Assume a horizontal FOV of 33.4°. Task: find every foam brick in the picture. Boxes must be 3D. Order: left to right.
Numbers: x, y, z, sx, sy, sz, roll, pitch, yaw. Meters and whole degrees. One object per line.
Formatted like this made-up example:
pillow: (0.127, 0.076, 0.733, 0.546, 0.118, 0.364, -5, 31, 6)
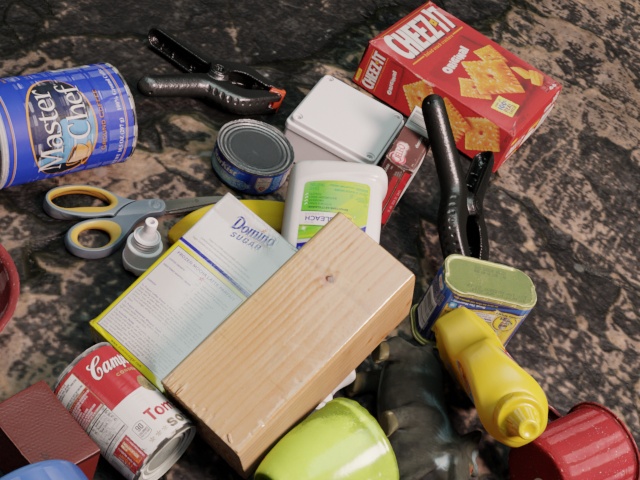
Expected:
foam brick: (-0.216, 0.159, 0.822, 0.052, 0.051, 0.078, -27, 63, -39)

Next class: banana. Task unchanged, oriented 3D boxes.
banana: (-0.055, -0.011, 1.071, 0.197, 0.037, 0.069, 9, 43, -16)

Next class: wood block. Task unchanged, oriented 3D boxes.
wood block: (-0.024, 0.088, 0.893, 0.091, 0.090, 0.206, 41, 72, 17)

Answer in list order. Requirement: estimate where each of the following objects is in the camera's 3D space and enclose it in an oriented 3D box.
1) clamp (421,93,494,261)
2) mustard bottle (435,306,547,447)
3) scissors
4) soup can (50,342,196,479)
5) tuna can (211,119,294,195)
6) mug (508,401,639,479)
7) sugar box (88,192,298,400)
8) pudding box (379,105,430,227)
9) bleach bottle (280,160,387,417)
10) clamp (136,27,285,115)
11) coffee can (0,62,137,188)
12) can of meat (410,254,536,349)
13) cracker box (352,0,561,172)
clamp: (0.147, -0.043, 1.138, 0.164, 0.036, 0.210, 40, 46, -48)
mustard bottle: (0.154, 0.128, 0.935, 0.096, 0.058, 0.191, 61, 1, -15)
scissors: (-0.168, -0.017, 1.042, 0.201, 0.016, 0.096, 5, 48, -20)
soup can: (-0.158, 0.140, 0.855, 0.102, 0.069, 0.068, 40, 45, 15)
tuna can: (-0.073, -0.089, 1.142, 0.086, 0.034, 0.086, 13, 44, -13)
mug: (0.217, 0.193, 0.961, 0.081, 0.093, 0.117, -16, 51, -30)
sugar box: (-0.108, 0.049, 0.940, 0.093, 0.048, 0.176, 40, 66, 14)
pudding box: (0.086, -0.081, 1.165, 0.039, 0.090, 0.113, 30, 43, 3)
bleach bottle: (0.010, 0.045, 1.001, 0.102, 0.068, 0.251, 5, 60, -3)
clamp: (-0.126, -0.176, 1.199, 0.171, 0.039, 0.120, 20, 45, -6)
coffee can: (-0.263, -0.111, 1.027, 0.140, 0.103, 0.103, -17, 57, -36)
can of meat: (0.151, 0.066, 1.056, 0.102, 0.084, 0.057, 12, 44, -13)
cracker box: (0.175, -0.198, 1.332, 0.214, 0.072, 0.164, 36, 43, 12)
